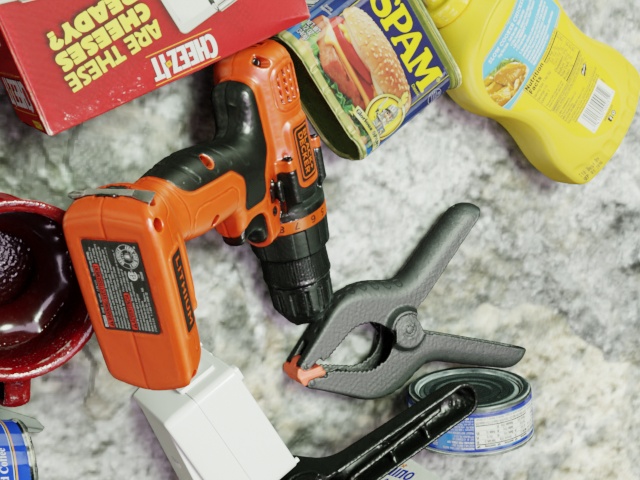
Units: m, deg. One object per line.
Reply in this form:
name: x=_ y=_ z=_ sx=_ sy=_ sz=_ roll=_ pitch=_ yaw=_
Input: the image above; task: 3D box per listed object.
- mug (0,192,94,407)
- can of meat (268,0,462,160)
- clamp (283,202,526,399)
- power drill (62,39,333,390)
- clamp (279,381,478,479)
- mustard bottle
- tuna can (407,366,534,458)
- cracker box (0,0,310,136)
mug: x=-0.168 y=0.030 z=0.564 sx=0.093 sy=0.082 sz=0.117 roll=-10 pitch=105 yaw=-27
can of meat: x=0.024 y=-0.112 z=0.656 sx=0.084 sy=0.058 sz=0.102 roll=-40 pitch=116 yaw=-13
clamp: x=0.061 y=0.064 z=0.718 sx=0.171 sy=0.039 sz=0.120 roll=-32 pitch=97 yaw=-14
power drill: x=-0.054 y=0.001 z=0.591 sx=0.187 sy=0.057 sz=0.184 roll=-49 pitch=133 yaw=-52
clamp: x=0.002 y=0.155 z=0.652 sx=0.036 sy=0.210 sz=0.164 roll=64 pitch=29 yaw=-22
mustard bottle: x=0.129 y=-0.122 z=0.709 sx=0.191 sy=0.058 sz=0.096 roll=32 pitch=83 yaw=-30
tuna can: x=0.102 y=0.115 z=0.728 sx=0.086 sy=0.086 sz=0.034 roll=-11 pitch=104 yaw=-27
cracker box: x=-0.119 y=-0.186 z=0.552 sx=0.164 sy=0.072 sz=0.213 roll=-28 pitch=113 yaw=-20
